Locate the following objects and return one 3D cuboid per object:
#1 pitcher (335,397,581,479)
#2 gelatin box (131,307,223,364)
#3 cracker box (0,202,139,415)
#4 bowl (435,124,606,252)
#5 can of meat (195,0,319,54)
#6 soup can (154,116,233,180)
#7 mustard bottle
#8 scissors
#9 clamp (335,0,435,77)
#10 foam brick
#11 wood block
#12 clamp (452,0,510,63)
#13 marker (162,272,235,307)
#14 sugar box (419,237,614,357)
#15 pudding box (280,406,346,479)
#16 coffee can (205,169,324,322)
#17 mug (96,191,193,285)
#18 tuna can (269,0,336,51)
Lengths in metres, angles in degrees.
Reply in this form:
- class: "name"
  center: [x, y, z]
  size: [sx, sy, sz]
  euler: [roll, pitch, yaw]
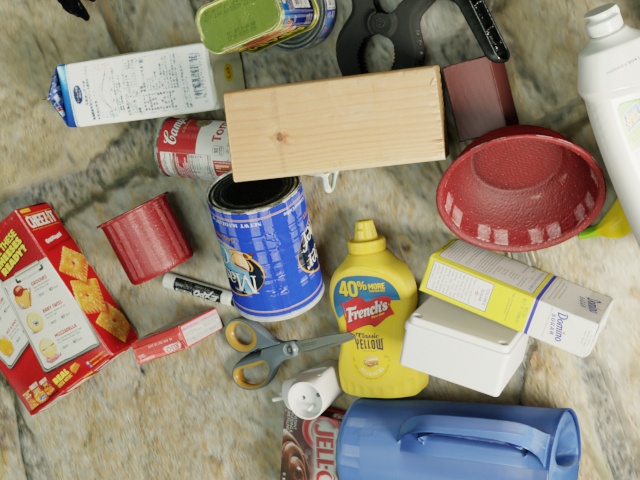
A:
- class: "pitcher"
  center: [0.140, 0.224, 1.110]
  size: [0.243, 0.144, 0.149]
  euler: [2, 106, 27]
- class: "gelatin box"
  center: [-0.167, 0.112, 1.247]
  size: [0.073, 0.089, 0.030]
  euler: [-21, 93, 27]
- class: "cracker box"
  center: [-0.350, 0.085, 1.336]
  size: [0.164, 0.072, 0.214]
  euler: [-37, 85, 26]
- class: "bowl"
  center: [0.192, -0.060, 1.038]
  size: [0.162, 0.055, 0.162]
  euler: [2, 139, 2]
- class: "can of meat"
  center: [-0.065, -0.227, 1.083]
  size: [0.102, 0.083, 0.057]
  euler: [-18, 94, 27]
- class: "soup can"
  center: [-0.124, -0.101, 1.189]
  size: [0.102, 0.068, 0.068]
  euler: [6, 105, 22]
- class: "mustard bottle"
  center: [0.059, 0.072, 1.153]
  size: [0.096, 0.058, 0.191]
  euler: [-2, 101, 30]
- class: "scissors"
  center: [-0.045, 0.108, 1.208]
  size: [0.202, 0.016, 0.096]
  euler: [-37, 77, 41]
- class: "clamp"
  center: [0.058, -0.230, 1.092]
  size: [0.165, 0.036, 0.210]
  euler: [21, 109, 16]
- class: "foam brick"
  center: [0.159, -0.143, 1.059]
  size: [0.051, 0.052, 0.078]
  euler: [-11, 97, 26]
- class: "wood block"
  center: [0.019, -0.116, 1.053]
  size: [0.206, 0.090, 0.091]
  euler: [-5, 97, 11]
- class: "clamp"
  center: [0.135, -0.247, 1.012]
  size: [0.172, 0.039, 0.120]
  euler: [32, 117, 29]
- class: "marker"
  center: [-0.130, 0.061, 1.258]
  size: [0.121, 0.020, 0.020]
  euler: [15, 108, 21]
- class: "sugar box"
  center: [0.197, 0.055, 1.067]
  size: [0.176, 0.093, 0.048]
  euler: [25, 112, 18]
- class: "pudding box"
  center: [0.002, 0.248, 1.232]
  size: [0.090, 0.039, 0.113]
  euler: [9, 106, 22]
- class: "coffee can"
  center: [-0.057, 0.001, 1.140]
  size: [0.103, 0.102, 0.140]
  euler: [4, 125, 23]
- class: "mug"
  center: [-0.206, 0.001, 1.247]
  size: [0.117, 0.093, 0.081]
  euler: [-17, 101, 58]
- class: "tuna can"
  center: [-0.027, -0.244, 1.130]
  size: [0.086, 0.033, 0.086]
  euler: [6, 105, 23]
